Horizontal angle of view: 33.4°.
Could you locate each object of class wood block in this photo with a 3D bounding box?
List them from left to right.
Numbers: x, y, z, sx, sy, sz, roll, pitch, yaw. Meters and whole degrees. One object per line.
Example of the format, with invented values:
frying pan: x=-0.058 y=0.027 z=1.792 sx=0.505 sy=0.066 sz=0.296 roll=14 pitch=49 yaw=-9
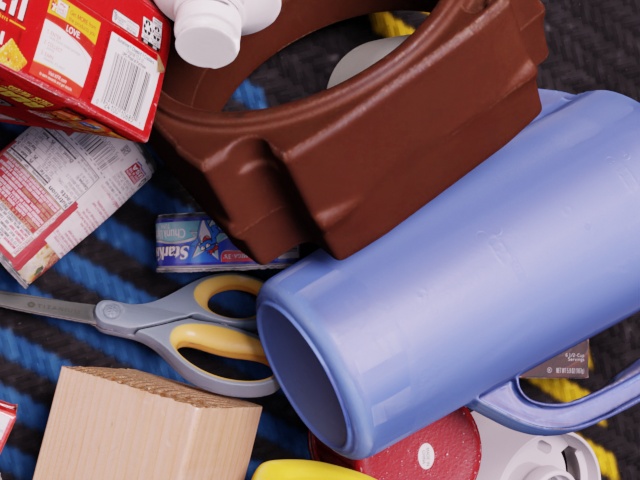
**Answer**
wood block: x=-0.111 y=0.181 z=0.594 sx=0.091 sy=0.090 sz=0.206 roll=12 pitch=86 yaw=20

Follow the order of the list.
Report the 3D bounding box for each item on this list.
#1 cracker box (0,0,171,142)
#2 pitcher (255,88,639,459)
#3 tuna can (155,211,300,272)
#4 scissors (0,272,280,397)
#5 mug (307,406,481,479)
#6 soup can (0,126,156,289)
cracker box: x=-0.201 y=-0.110 z=0.492 sx=0.214 sy=0.164 sz=0.072 roll=11 pitch=84 yaw=25
pitcher: x=0.095 y=0.029 z=0.599 sx=0.242 sy=0.149 sz=0.145 roll=-28 pitch=124 yaw=-21
tuna can: x=-0.054 y=0.001 z=0.627 sx=0.086 sy=0.086 sz=0.034 roll=-2 pitch=89 yaw=-17
scissors: x=-0.110 y=0.036 z=0.640 sx=0.202 sy=0.016 sz=0.096 roll=21 pitch=44 yaw=6
mug: x=0.038 y=0.131 z=0.657 sx=0.117 sy=0.082 sz=0.093 roll=-30 pitch=99 yaw=-14
soup can: x=-0.152 y=-0.031 z=0.607 sx=0.102 sy=0.069 sz=0.068 roll=-43 pitch=102 yaw=-12
